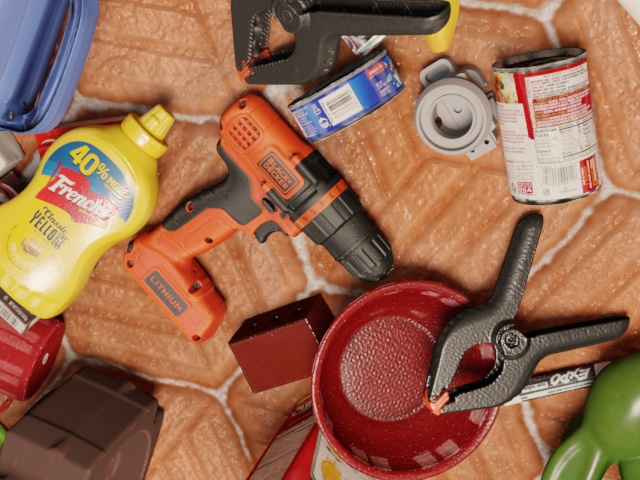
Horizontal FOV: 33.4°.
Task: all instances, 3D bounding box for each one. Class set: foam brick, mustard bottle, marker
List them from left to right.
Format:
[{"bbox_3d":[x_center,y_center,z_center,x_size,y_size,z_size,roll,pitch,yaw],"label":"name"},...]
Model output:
[{"bbox_3d":[-0.187,-0.034,0.855,0.096,0.058,0.192,45,98,2],"label":"mustard bottle"},{"bbox_3d":[-0.028,0.087,0.900,0.078,0.053,0.051,-20,102,20],"label":"foam brick"},{"bbox_3d":[0.205,0.112,0.862,0.121,0.020,0.020,-16,104,20],"label":"marker"}]

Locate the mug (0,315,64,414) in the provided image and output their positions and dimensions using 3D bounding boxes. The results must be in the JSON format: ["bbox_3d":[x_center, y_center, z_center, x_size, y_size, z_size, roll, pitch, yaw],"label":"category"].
[{"bbox_3d":[-0.288,0.103,0.954,0.081,0.093,0.117,24,85,1],"label":"mug"}]

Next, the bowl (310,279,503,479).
[{"bbox_3d":[0.064,0.108,0.859,0.162,0.055,0.162,-1,95,-14],"label":"bowl"}]

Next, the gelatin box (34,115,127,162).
[{"bbox_3d":[-0.193,-0.065,0.905,0.089,0.030,0.073,-5,106,16],"label":"gelatin box"}]

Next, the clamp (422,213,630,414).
[{"bbox_3d":[0.142,0.064,0.826,0.171,0.039,0.120,-33,88,-6],"label":"clamp"}]

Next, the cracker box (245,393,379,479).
[{"bbox_3d":[0.014,0.231,0.850,0.072,0.213,0.164,-31,98,24],"label":"cracker box"}]

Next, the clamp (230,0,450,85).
[{"bbox_3d":[-0.018,-0.178,0.757,0.164,0.036,0.210,52,147,-8],"label":"clamp"}]

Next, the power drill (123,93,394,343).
[{"bbox_3d":[-0.056,0.001,0.877,0.188,0.057,0.184,-41,90,21],"label":"power drill"}]

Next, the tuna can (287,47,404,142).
[{"bbox_3d":[0.020,-0.108,0.801,0.086,0.086,0.034,-27,101,22],"label":"tuna can"}]

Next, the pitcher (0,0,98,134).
[{"bbox_3d":[-0.238,-0.210,0.816,0.149,0.145,0.243,20,112,-22],"label":"pitcher"}]

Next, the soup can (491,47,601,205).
[{"bbox_3d":[0.166,-0.083,0.778,0.069,0.068,0.102,-6,107,17],"label":"soup can"}]
